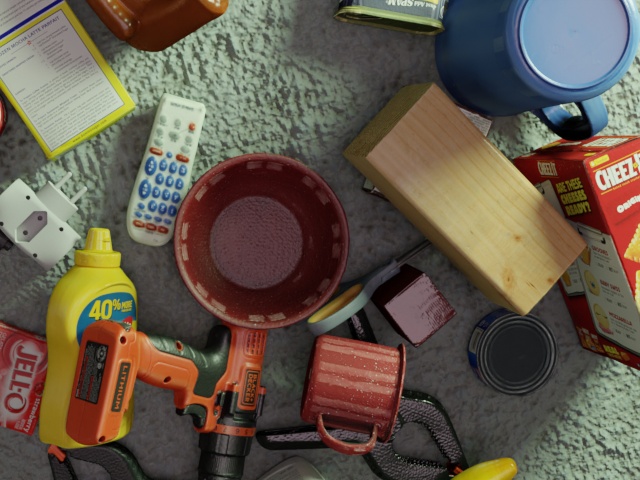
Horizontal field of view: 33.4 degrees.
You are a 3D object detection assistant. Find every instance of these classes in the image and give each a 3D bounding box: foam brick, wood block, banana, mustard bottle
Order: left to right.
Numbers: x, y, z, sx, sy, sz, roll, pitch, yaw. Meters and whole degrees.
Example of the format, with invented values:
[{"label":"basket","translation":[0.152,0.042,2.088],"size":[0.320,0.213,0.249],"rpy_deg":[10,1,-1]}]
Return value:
[{"label":"mustard bottle","translation":[-0.205,0.085,0.961],"size":[0.058,0.096,0.191],"rpy_deg":[6,94,32]},{"label":"foam brick","translation":[0.086,0.060,1.017],"size":[0.051,0.078,0.053],"rpy_deg":[-39,100,-3]},{"label":"banana","translation":[0.122,0.286,1.049],"size":[0.069,0.037,0.198],"rpy_deg":[17,111,-17]},{"label":"wood block","translation":[0.130,-0.038,0.968],"size":[0.206,0.091,0.090],"rpy_deg":[44,86,-13]}]

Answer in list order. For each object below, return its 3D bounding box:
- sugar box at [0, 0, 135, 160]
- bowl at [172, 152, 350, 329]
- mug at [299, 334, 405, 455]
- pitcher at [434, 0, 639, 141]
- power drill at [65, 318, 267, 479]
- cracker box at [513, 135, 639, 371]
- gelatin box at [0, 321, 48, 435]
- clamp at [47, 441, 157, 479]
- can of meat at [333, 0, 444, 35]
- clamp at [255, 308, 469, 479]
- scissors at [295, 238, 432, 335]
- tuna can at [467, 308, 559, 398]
[{"label":"sugar box","translation":[-0.251,-0.168,0.952],"size":[0.093,0.048,0.176],"rpy_deg":[-33,96,-6]},{"label":"bowl","translation":[-0.056,0.001,0.991],"size":[0.162,0.055,0.162],"rpy_deg":[0,89,-9]},{"label":"mug","translation":[0.026,0.141,0.966],"size":[0.081,0.093,0.117],"rpy_deg":[11,50,-3]},{"label":"pitcher","translation":[0.192,-0.165,0.930],"size":[0.149,0.243,0.145],"rpy_deg":[8,97,-5]},{"label":"power drill","translation":[-0.132,0.149,0.955],"size":[0.187,0.057,0.184],"rpy_deg":[14,81,-45]},{"label":"cracker box","translation":[0.275,0.010,1.002],"size":[0.072,0.164,0.213],"rpy_deg":[-23,99,-9]},{"label":"gelatin box","translation":[-0.284,0.125,0.980],"size":[0.073,0.030,0.089],"rpy_deg":[21,92,-12]},{"label":"clamp","translation":[-0.193,0.252,1.005],"size":[0.171,0.039,0.120],"rpy_deg":[33,82,-9]},{"label":"can of meat","translation":[0.069,-0.243,0.996],"size":[0.102,0.057,0.084],"rpy_deg":[7,92,-11]},{"label":"clamp","translation":[0.052,0.183,1.043],"size":[0.210,0.036,0.164],"rpy_deg":[41,88,-11]},{"label":"scissors","translation":[0.048,0.034,1.030],"size":[0.201,0.096,0.016],"rpy_deg":[-37,106,-37]},{"label":"tuna can","translation":[0.191,0.111,1.062],"size":[0.086,0.034,0.086],"rpy_deg":[-1,95,-10]}]
